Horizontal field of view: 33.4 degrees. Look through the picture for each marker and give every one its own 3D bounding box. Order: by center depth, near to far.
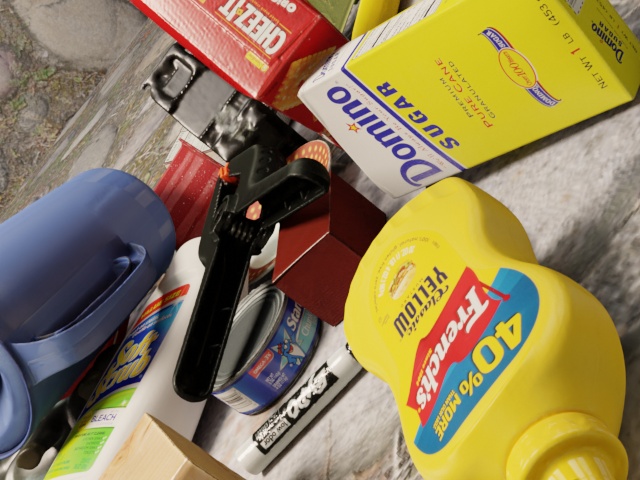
[{"bbox_3d":[-0.002,0.086,0.598,0.121,0.020,0.020,-47,20,15],"label":"marker"}]

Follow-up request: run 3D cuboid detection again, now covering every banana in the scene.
[{"bbox_3d":[0.051,-0.217,0.983,0.197,0.037,0.070,-86,17,-60],"label":"banana"}]

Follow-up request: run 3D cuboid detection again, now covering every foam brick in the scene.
[{"bbox_3d":[0.007,0.004,0.669,0.053,0.051,0.078,-42,22,25],"label":"foam brick"}]

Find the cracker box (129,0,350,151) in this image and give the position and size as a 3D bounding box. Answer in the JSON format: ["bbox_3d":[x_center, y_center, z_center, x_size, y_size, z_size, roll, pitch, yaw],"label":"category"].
[{"bbox_3d":[-0.044,-0.146,0.741,0.072,0.164,0.213,-51,-17,7],"label":"cracker box"}]

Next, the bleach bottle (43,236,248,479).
[{"bbox_3d":[-0.113,0.090,0.747,0.103,0.068,0.250,-21,39,47],"label":"bleach bottle"}]

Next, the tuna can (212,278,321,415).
[{"bbox_3d":[-0.038,0.069,0.685,0.086,0.033,0.086,-44,21,22],"label":"tuna can"}]

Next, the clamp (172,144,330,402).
[{"bbox_3d":[-0.055,0.001,0.690,0.165,0.036,0.210,-61,16,11],"label":"clamp"}]

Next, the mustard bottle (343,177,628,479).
[{"bbox_3d":[0.068,0.050,0.426,0.096,0.058,0.192,-54,26,13],"label":"mustard bottle"}]

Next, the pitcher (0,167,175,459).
[{"bbox_3d":[-0.197,0.039,0.787,0.242,0.149,0.145,-53,-11,-54],"label":"pitcher"}]

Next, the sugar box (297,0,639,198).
[{"bbox_3d":[0.078,-0.089,0.587,0.177,0.093,0.048,-25,26,44],"label":"sugar box"}]

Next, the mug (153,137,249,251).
[{"bbox_3d":[-0.111,-0.034,0.934,0.081,0.093,0.117,-57,36,0],"label":"mug"}]
